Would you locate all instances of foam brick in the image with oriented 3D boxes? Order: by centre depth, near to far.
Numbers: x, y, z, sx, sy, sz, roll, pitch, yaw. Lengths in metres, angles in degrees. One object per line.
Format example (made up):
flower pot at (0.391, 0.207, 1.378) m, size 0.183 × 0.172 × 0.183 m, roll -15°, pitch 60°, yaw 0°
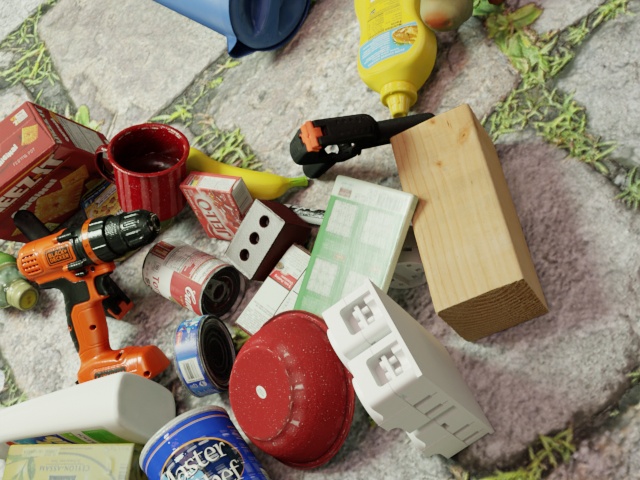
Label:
foam brick at (-0.058, 0.001, 1.176) m, size 0.053 × 0.051 × 0.078 m, roll 39°, pitch 105°, yaw 35°

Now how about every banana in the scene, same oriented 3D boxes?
banana at (-0.112, -0.077, 1.256) m, size 0.198 × 0.069 × 0.037 m, roll 18°, pitch 109°, yaw 33°

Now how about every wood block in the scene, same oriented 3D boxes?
wood block at (0.145, -0.018, 1.059) m, size 0.090 × 0.090 × 0.206 m, roll -23°, pitch 58°, yaw 18°

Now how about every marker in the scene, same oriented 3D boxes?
marker at (-0.018, -0.029, 1.200) m, size 0.121 × 0.020 × 0.020 m, roll 11°, pitch 72°, yaw 33°

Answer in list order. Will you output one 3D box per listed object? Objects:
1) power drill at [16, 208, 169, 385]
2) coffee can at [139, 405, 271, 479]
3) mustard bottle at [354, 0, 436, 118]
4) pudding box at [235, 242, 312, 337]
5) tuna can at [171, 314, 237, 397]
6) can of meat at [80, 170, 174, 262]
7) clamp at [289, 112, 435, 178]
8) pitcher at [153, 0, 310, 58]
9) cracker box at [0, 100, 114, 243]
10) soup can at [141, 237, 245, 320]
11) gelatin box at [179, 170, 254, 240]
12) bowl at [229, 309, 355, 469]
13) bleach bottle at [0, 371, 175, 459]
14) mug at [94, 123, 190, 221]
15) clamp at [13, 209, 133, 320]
power drill at (-0.235, 0.067, 1.193) m, size 0.185 × 0.057 × 0.187 m, roll -16°, pitch 96°, yaw 25°
coffee can at (-0.101, 0.248, 1.051) m, size 0.103 × 0.102 × 0.140 m, roll -42°, pitch 60°, yaw 5°
mustard bottle at (0.086, -0.223, 1.211) m, size 0.096 × 0.058 × 0.191 m, roll -18°, pitch 58°, yaw 32°
pudding box at (-0.024, 0.071, 1.144) m, size 0.090 × 0.039 × 0.113 m, roll 34°, pitch 88°, yaw 34°
tuna can at (-0.123, 0.123, 1.144) m, size 0.034 × 0.086 × 0.086 m, roll -16°, pitch 60°, yaw 20°
can of meat at (-0.240, -0.038, 1.307) m, size 0.102 × 0.057 × 0.084 m, roll -36°, pitch 52°, yaw 9°
clamp at (0.017, -0.099, 1.118) m, size 0.165 × 0.209 × 0.036 m, roll -21°, pitch 84°, yaw 27°
pitcher at (-0.131, -0.343, 1.353) m, size 0.149 × 0.145 × 0.243 m, roll -34°, pitch 44°, yaw -29°
cracker box at (-0.348, -0.073, 1.288) m, size 0.164 × 0.213 × 0.072 m, roll -38°, pitch 79°, yaw 7°
soup can at (-0.145, 0.043, 1.207) m, size 0.102 × 0.068 × 0.068 m, roll 24°, pitch 80°, yaw 36°
gelatin box at (-0.109, -0.036, 1.211) m, size 0.073 × 0.089 × 0.030 m, roll 9°, pitch 52°, yaw 32°
bowl at (-0.041, 0.150, 1.064) m, size 0.162 × 0.055 × 0.162 m, roll -1°, pitch 88°, yaw 44°
bleach bottle at (-0.291, 0.209, 1.201) m, size 0.251 × 0.102 × 0.068 m, roll -17°, pitch 57°, yaw 29°
mug at (-0.206, -0.078, 1.228) m, size 0.117 × 0.081 × 0.093 m, roll 13°, pitch 46°, yaw 10°
clamp at (-0.299, 0.032, 1.267) m, size 0.171 × 0.120 × 0.039 m, roll 26°, pitch 62°, yaw 16°
